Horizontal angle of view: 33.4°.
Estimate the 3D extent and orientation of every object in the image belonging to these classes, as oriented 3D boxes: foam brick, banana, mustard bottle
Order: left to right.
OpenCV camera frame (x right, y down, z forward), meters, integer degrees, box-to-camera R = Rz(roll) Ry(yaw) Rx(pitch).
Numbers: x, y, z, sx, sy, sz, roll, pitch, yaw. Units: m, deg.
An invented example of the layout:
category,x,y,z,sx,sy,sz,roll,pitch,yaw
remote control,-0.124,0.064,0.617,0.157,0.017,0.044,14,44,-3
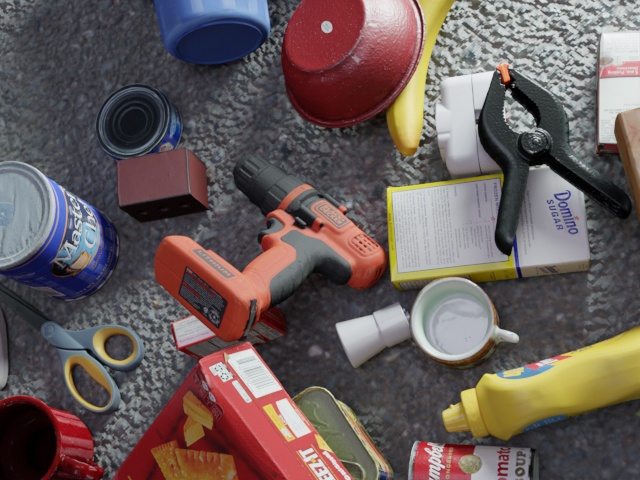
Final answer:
category,x,y,z,sx,sy,sz,roll,pitch,yaw
foam brick,-0.157,-0.055,1.061,0.078,0.053,0.051,-10,72,14
banana,0.094,-0.175,1.020,0.037,0.070,0.198,20,85,-24
mustard bottle,0.194,0.123,0.884,0.192,0.096,0.058,-19,84,11

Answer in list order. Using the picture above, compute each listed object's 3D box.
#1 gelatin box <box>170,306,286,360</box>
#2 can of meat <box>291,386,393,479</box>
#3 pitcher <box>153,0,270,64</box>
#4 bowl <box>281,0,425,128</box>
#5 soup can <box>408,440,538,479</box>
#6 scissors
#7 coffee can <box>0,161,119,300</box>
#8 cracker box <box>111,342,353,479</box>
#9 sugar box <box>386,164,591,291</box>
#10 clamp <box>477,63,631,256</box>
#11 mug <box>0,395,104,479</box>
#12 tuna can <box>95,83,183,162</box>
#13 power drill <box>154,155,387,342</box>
category,x,y,z,sx,sy,sz,roll,pitch,yaw
gelatin box,-0.083,0.081,0.990,0.089,0.073,0.030,-21,70,10
can of meat,0.015,0.183,0.926,0.057,0.084,0.102,-36,68,3
pitcher,-0.131,-0.305,1.094,0.145,0.149,0.243,-9,75,-6
bowl,0.018,-0.192,1.024,0.162,0.055,0.162,-13,66,30
soup can,0.129,0.205,0.896,0.102,0.068,0.068,0,75,16
scissors,-0.250,0.084,1.069,0.096,0.016,0.202,-40,68,0
coffee can,-0.271,-0.006,1.033,0.103,0.140,0.103,-4,74,15
cracker box,-0.085,0.218,0.898,0.164,0.071,0.214,50,124,20
sugar box,0.150,-0.011,0.964,0.176,0.048,0.093,-6,73,11
clamp,0.177,-0.070,0.924,0.120,0.039,0.171,-24,70,-12
mug,-0.255,0.200,1.001,0.117,0.081,0.093,13,79,19
tuna can,-0.187,-0.117,1.097,0.086,0.033,0.086,-4,73,15
power drill,-0.056,0.001,0.959,0.185,0.057,0.187,38,43,23
